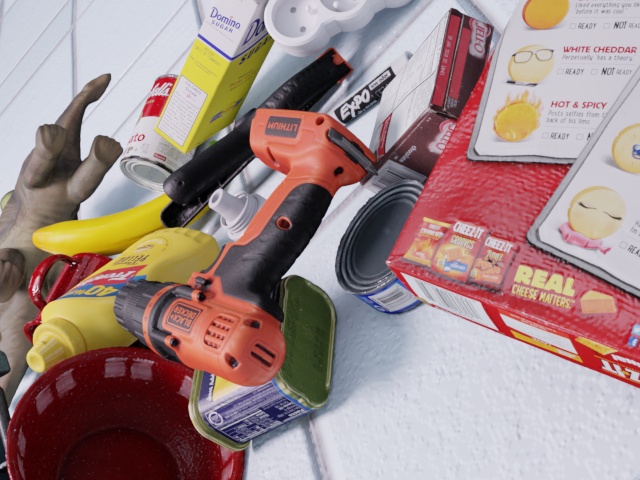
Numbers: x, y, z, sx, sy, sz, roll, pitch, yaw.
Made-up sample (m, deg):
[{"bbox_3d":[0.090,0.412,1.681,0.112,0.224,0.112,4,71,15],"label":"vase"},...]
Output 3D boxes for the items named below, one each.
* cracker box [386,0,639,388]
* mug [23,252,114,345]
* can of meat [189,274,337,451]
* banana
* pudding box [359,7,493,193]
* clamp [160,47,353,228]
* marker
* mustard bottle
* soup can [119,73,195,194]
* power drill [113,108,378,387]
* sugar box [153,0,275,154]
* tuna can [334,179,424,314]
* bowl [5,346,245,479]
[{"bbox_3d":[0.155,-0.043,0.513,0.164,0.072,0.213,20,75,33],"label":"cracker box"},{"bbox_3d":[-0.212,0.058,0.952,0.093,0.117,0.081,-5,51,39],"label":"mug"},{"bbox_3d":[-0.038,0.082,0.732,0.084,0.057,0.102,-31,38,34],"label":"can of meat"},{"bbox_3d":[-0.168,-0.023,0.984,0.197,0.037,0.070,-26,44,-4],"label":"banana"},{"bbox_3d":[0.071,-0.089,0.727,0.114,0.039,0.090,-45,25,57],"label":"pudding box"},{"bbox_3d":[-0.056,-0.087,0.883,0.210,0.036,0.164,-42,2,-5],"label":"clamp"},{"bbox_3d":[0.030,-0.111,0.859,0.121,0.020,0.020,-34,36,33],"label":"marker"},{"bbox_3d":[-0.163,0.051,0.845,0.096,0.058,0.191,-5,21,31],"label":"mustard bottle"},{"bbox_3d":[-0.152,-0.106,1.068,0.069,0.068,0.102,-12,52,50],"label":"soup can"},{"bbox_3d":[-0.055,0.001,0.730,0.185,0.057,0.187,14,72,52],"label":"power drill"},{"bbox_3d":[-0.082,-0.167,0.964,0.176,0.048,0.093,-54,-6,38],"label":"sugar box"},{"bbox_3d":[0.051,0.005,0.702,0.086,0.033,0.086,-36,35,31],"label":"tuna can"},{"bbox_3d":[-0.136,0.155,0.742,0.055,0.162,0.162,112,167,-47],"label":"bowl"}]
